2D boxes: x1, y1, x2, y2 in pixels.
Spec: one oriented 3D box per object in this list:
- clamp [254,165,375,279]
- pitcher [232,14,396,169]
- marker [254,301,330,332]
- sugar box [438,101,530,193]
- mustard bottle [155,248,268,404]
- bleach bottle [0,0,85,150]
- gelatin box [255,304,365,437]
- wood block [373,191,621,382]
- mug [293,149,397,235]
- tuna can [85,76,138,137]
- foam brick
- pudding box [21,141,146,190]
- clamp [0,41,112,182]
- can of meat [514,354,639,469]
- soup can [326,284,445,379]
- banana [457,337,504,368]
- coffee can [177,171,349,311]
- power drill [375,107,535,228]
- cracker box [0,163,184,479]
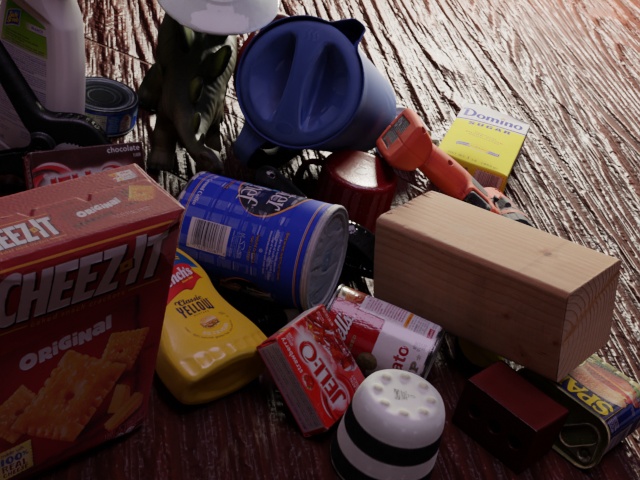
[{"bbox_3d":[-0.003,-0.007,1.073,0.171,0.120,0.039,35,73,-4],"label":"clamp"},{"bbox_3d":[0.001,-0.148,1.162,0.149,0.145,0.242,-2,-1,15],"label":"pitcher"},{"bbox_3d":[-0.007,0.069,1.004,0.120,0.020,0.020,-7,40,-31],"label":"marker"},{"bbox_3d":[0.201,-0.115,1.336,0.093,0.048,0.176,21,35,9],"label":"sugar box"},{"bbox_3d":[-0.133,0.053,0.923,0.096,0.058,0.192,-19,53,-40],"label":"mustard bottle"},{"bbox_3d":[-0.274,-0.190,1.064,0.103,0.251,0.068,24,34,12],"label":"bleach bottle"},{"bbox_3d":[-0.004,0.109,0.896,0.073,0.030,0.089,-32,95,-50],"label":"gelatin box"},{"bbox_3d":[0.156,0.035,0.979,0.206,0.090,0.090,24,35,37],"label":"wood block"},{"bbox_3d":[0.024,-0.048,1.131,0.117,0.082,0.093,30,36,21],"label":"mug"},{"bbox_3d":[-0.251,-0.154,1.219,0.086,0.034,0.086,11,33,-7],"label":"tuna can"},{"bbox_3d":[0.164,0.152,0.922,0.078,0.053,0.051,36,38,30],"label":"foam brick"},{"bbox_3d":[-0.220,-0.043,1.015,0.113,0.090,0.039,-10,3,-30],"label":"pudding box"},{"bbox_3d":[-0.276,-0.103,1.048,0.210,0.165,0.036,19,16,-11],"label":"clamp"},{"bbox_3d":[0.232,0.145,0.957,0.102,0.057,0.083,37,37,30],"label":"can of meat"},{"bbox_3d":[0.052,0.090,0.954,0.102,0.069,0.068,23,34,10],"label":"soup can"},{"bbox_3d":[0.174,0.073,1.061,0.069,0.037,0.197,35,36,-2],"label":"banana"},{"bbox_3d":[-0.056,0.001,0.988,0.140,0.103,0.102,15,32,17],"label":"coffee can"},{"bbox_3d":[0.149,-0.051,1.128,0.187,0.057,0.184,40,9,-17],"label":"power drill"},{"bbox_3d":[-0.190,0.067,0.754,0.163,0.214,0.072,-20,47,-42],"label":"cracker box"}]
